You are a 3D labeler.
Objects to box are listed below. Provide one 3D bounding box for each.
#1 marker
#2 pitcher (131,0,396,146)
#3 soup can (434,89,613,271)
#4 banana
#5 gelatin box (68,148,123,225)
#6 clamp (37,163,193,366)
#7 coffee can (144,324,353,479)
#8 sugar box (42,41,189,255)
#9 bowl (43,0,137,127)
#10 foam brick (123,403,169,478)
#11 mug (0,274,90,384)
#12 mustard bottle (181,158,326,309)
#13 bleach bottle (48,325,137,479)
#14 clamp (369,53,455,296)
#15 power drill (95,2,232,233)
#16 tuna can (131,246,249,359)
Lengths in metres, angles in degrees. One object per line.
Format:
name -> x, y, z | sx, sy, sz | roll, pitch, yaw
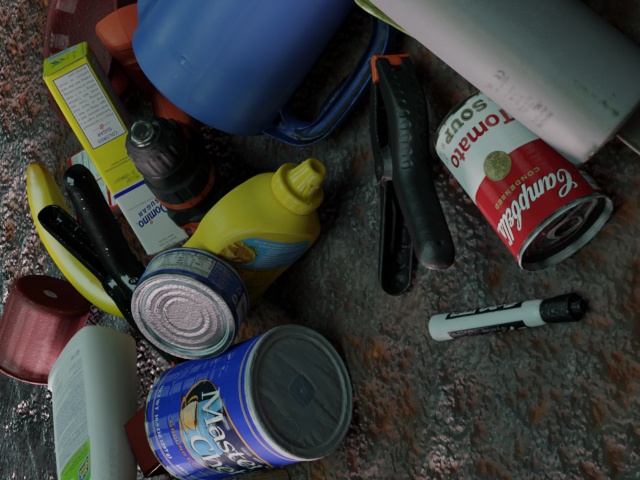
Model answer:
marker -> 0.123, 0.051, 0.712 | 0.121, 0.020, 0.020 | -14, 82, 45
pitcher -> -0.017, -0.195, 0.779 | 0.243, 0.149, 0.145 | -49, 40, 32
soup can -> 0.126, -0.041, 0.671 | 0.069, 0.068, 0.102 | -53, 56, 33
banana -> -0.226, 0.012, 1.033 | 0.198, 0.037, 0.070 | 44, 110, 10
gelatin box -> -0.209, -0.058, 1.041 | 0.089, 0.030, 0.073 | -21, 76, 45
clamp -> -0.172, 0.029, 0.936 | 0.210, 0.036, 0.165 | 50, 156, 2
coffee can -> -0.058, 0.132, 0.844 | 0.141, 0.102, 0.103 | -24, 75, 44
sugar box -> -0.174, -0.078, 0.908 | 0.176, 0.048, 0.093 | 65, 176, -21
bowl -> -0.204, -0.185, 1.004 | 0.162, 0.055, 0.162 | -1, 89, 53
foam brick -> -0.119, 0.166, 0.926 | 0.053, 0.078, 0.051 | -45, 61, 35
mug -> -0.285, 0.083, 1.095 | 0.117, 0.093, 0.081 | -104, 35, -68
mustard bottle -> -0.056, 0.001, 0.838 | 0.192, 0.096, 0.058 | -45, 55, 37
bleach bottle -> -0.201, 0.197, 0.952 | 0.103, 0.068, 0.251 | -54, 32, 31
clamp -> 0.056, -0.044, 0.752 | 0.120, 0.039, 0.171 | 129, 139, -63
power drill -> -0.127, -0.100, 0.869 | 0.057, 0.184, 0.188 | -22, 64, 4
tuna can -> -0.099, 0.049, 0.810 | 0.086, 0.033, 0.086 | 8, 127, 11
